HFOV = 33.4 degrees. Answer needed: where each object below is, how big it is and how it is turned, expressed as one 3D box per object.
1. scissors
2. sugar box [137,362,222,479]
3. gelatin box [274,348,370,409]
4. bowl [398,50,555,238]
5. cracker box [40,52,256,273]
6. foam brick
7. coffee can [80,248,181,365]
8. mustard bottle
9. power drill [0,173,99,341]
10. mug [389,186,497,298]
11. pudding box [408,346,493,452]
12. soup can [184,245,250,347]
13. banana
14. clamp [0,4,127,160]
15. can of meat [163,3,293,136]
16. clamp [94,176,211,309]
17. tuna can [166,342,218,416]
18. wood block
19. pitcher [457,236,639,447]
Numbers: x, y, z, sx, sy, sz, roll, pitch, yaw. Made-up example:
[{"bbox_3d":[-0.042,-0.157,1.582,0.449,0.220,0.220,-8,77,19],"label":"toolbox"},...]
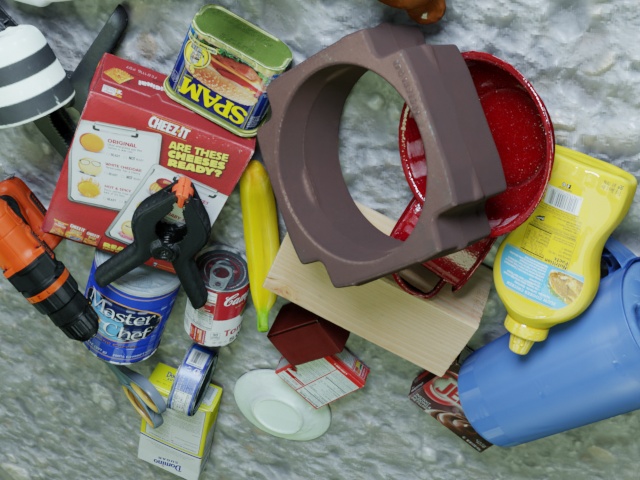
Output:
[{"bbox_3d":[-0.252,0.149,1.322,0.201,0.016,0.096,56,150,-8],"label":"scissors"},{"bbox_3d":[-0.187,0.242,1.407,0.093,0.048,0.176,23,138,6],"label":"sugar box"},{"bbox_3d":[0.001,0.154,1.255,0.073,0.030,0.089,42,133,-17],"label":"gelatin box"},{"bbox_3d":[0.146,-0.085,0.930,0.162,0.055,0.162,14,111,42],"label":"bowl"},{"bbox_3d":[-0.175,-0.070,1.083,0.164,0.072,0.214,19,136,-15],"label":"cracker box"},{"bbox_3d":[-0.010,0.098,1.194,0.078,0.053,0.051,-21,119,37],"label":"foam brick"},{"bbox_3d":[-0.217,0.061,1.217,0.103,0.102,0.140,26,135,0],"label":"coffee can"},{"bbox_3d":[0.208,0.016,0.964,0.096,0.058,0.192,26,112,26],"label":"mustard bottle"},{"bbox_3d":[-0.312,0.013,1.168,0.057,0.188,0.184,-35,115,-5],"label":"power drill"},{"bbox_3d":[0.112,-0.001,1.015,0.081,0.093,0.117,33,91,0],"label":"mug"},{"bbox_3d":[0.169,0.177,1.194,0.113,0.039,0.090,36,134,-10],"label":"pudding box"},{"bbox_3d":[-0.116,0.064,1.200,0.068,0.068,0.102,20,135,6],"label":"soup can"},{"bbox_3d":[-0.060,-0.004,1.116,0.037,0.070,0.198,-8,119,-8],"label":"banana"},{"bbox_3d":[-0.251,-0.158,1.082,0.165,0.036,0.210,5,132,19],"label":"clamp"},{"bbox_3d":[-0.085,-0.159,0.995,0.102,0.057,0.084,29,133,-3],"label":"can of meat"},{"bbox_3d":[-0.149,0.008,1.084,0.120,0.039,0.172,16,136,-22],"label":"clamp"},{"bbox_3d":[-0.155,0.170,1.299,0.034,0.086,0.086,21,135,3],"label":"tuna can"},{"bbox_3d":[0.059,0.039,1.084,0.206,0.090,0.091,27,135,0],"label":"wood block"},{"bbox_3d":[0.247,0.111,1.051,0.144,0.149,0.243,27,141,-26],"label":"pitcher"}]
